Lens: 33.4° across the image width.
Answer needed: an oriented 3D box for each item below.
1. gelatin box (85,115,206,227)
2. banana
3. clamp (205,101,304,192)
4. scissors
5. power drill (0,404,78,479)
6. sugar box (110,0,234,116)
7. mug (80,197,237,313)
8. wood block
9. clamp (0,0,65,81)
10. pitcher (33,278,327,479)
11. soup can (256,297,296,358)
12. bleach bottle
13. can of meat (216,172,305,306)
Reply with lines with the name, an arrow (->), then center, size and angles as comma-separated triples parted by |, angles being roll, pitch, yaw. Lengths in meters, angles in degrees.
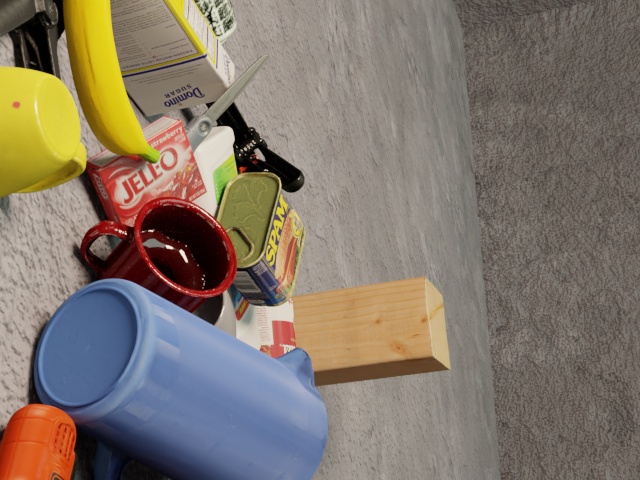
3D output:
gelatin box -> -0.147, -0.053, 0.904 | 0.089, 0.030, 0.073 | -35, 125, -27
banana -> -0.171, -0.149, 0.830 | 0.069, 0.037, 0.198 | -53, 134, -72
clamp -> -0.071, -0.093, 1.134 | 0.164, 0.036, 0.210 | 50, -8, 12
scissors -> -0.122, -0.104, 0.941 | 0.096, 0.016, 0.201 | 36, 80, -45
power drill -> -0.168, 0.227, 0.707 | 0.187, 0.057, 0.184 | 64, 26, -48
sugar box -> -0.150, -0.182, 0.937 | 0.176, 0.093, 0.048 | 55, 28, -58
mug -> -0.138, 0.021, 0.859 | 0.117, 0.082, 0.093 | 23, 45, -28
wood block -> 0.030, 0.107, 1.190 | 0.090, 0.206, 0.090 | 42, 41, -64
clamp -> -0.219, -0.169, 0.785 | 0.120, 0.039, 0.171 | 71, 10, -63
pitcher -> -0.111, 0.131, 0.828 | 0.242, 0.145, 0.149 | 41, 38, -51
soup can -> -0.061, 0.093, 1.134 | 0.068, 0.069, 0.102 | 37, 45, -67
bleach bottle -> -0.101, 0.021, 1.050 | 0.102, 0.068, 0.251 | -52, 133, -66
can of meat -> -0.057, 0.001, 1.002 | 0.084, 0.057, 0.102 | 58, 38, -53
